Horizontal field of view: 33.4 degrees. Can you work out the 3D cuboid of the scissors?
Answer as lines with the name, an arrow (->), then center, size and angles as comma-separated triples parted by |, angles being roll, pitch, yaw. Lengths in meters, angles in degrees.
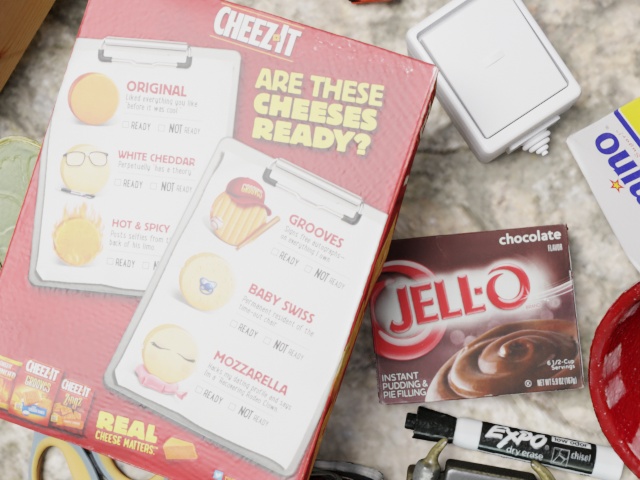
scissors -> -0.148, 0.080, 0.627 | 0.096, 0.016, 0.202 | -15, 88, 4

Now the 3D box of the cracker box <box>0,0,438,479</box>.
cracker box -> -0.053, 0.001, 0.507 | 0.164, 0.072, 0.214 | 18, 90, 5

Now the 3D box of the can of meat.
can of meat -> -0.162, 0.003, 0.588 | 0.057, 0.084, 0.102 | 23, 82, 4

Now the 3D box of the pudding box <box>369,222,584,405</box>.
pudding box -> 0.084, 0.040, 0.590 | 0.113, 0.039, 0.090 | -6, 88, 6

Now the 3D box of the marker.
marker -> 0.107, 0.113, 0.597 | 0.121, 0.020, 0.020 | 11, 90, 7
